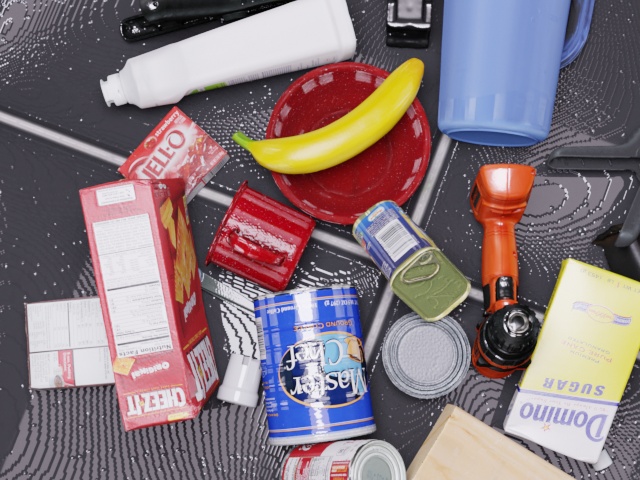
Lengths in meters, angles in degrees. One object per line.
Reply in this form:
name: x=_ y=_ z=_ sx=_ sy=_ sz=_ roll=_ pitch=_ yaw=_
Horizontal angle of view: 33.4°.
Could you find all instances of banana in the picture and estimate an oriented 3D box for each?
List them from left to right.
banana: x=0.017 y=-0.110 z=1.018 sx=0.198 sy=0.037 sz=0.069 roll=-22 pitch=84 yaw=-1

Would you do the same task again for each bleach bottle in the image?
bleach bottle: x=-0.094 y=-0.181 z=1.053 sx=0.251 sy=0.102 sz=0.068 roll=-16 pitch=91 yaw=-1

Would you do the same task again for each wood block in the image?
wood block: x=0.189 y=0.246 z=1.001 sx=0.206 sy=0.091 sz=0.090 roll=31 pitch=84 yaw=5

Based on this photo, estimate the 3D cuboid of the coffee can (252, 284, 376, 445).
coffee can: x=-0.007 y=0.118 z=1.016 sx=0.103 sy=0.103 sz=0.140 roll=-8 pitch=83 yaw=1

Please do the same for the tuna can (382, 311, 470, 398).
tuna can: x=0.103 y=0.112 z=1.048 sx=0.086 sy=0.034 sz=0.086 roll=0 pitch=84 yaw=2

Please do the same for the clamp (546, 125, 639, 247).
clamp: x=0.312 y=-0.079 z=1.051 sx=0.171 sy=0.039 sz=0.120 roll=-35 pitch=72 yaw=-19

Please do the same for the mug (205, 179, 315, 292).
mug: x=-0.057 y=0.001 z=1.028 sx=0.081 sy=0.117 sz=0.093 roll=26 pitch=97 yaw=0

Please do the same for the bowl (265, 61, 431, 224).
bowl: x=0.028 y=-0.093 z=1.063 sx=0.162 sy=0.055 sz=0.162 roll=0 pitch=83 yaw=2

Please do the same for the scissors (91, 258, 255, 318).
scissors: x=-0.148 y=0.044 z=1.074 sx=0.096 sy=0.016 sz=0.202 roll=-45 pitch=84 yaw=-2

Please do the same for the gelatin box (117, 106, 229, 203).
gelatin box: x=-0.148 y=-0.078 z=1.080 sx=0.073 sy=0.030 sz=0.089 roll=42 pitch=86 yaw=6

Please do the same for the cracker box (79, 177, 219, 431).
cracker box: x=-0.150 y=0.050 z=0.983 sx=0.072 sy=0.164 sz=0.214 roll=-10 pitch=93 yaw=3

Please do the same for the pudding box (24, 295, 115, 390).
pudding box: x=-0.233 y=0.101 z=1.059 sx=0.113 sy=0.039 sz=0.090 roll=-5 pitch=83 yaw=0

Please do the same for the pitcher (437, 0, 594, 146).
pitcher: x=0.189 y=-0.217 z=1.044 sx=0.149 sy=0.145 sz=0.243 roll=6 pitch=87 yaw=15

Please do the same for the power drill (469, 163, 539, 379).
power drill: x=0.170 y=0.028 z=0.990 sx=0.057 sy=0.184 sz=0.187 roll=3 pitch=74 yaw=2

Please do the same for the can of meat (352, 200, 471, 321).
can of meat: x=0.085 y=0.017 z=1.013 sx=0.057 sy=0.102 sz=0.084 roll=-42 pitch=49 yaw=7

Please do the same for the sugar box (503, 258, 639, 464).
sugar box: x=0.246 y=0.114 z=1.013 sx=0.093 sy=0.048 sz=0.176 roll=19 pitch=88 yaw=9

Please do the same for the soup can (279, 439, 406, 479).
soup can: x=0.020 y=0.216 z=0.968 sx=0.068 sy=0.102 sz=0.068 roll=11 pitch=73 yaw=-38

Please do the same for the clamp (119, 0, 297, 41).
clamp: x=-0.093 y=-0.234 z=1.046 sx=0.210 sy=0.165 sz=0.036 roll=-14 pitch=98 yaw=-9
